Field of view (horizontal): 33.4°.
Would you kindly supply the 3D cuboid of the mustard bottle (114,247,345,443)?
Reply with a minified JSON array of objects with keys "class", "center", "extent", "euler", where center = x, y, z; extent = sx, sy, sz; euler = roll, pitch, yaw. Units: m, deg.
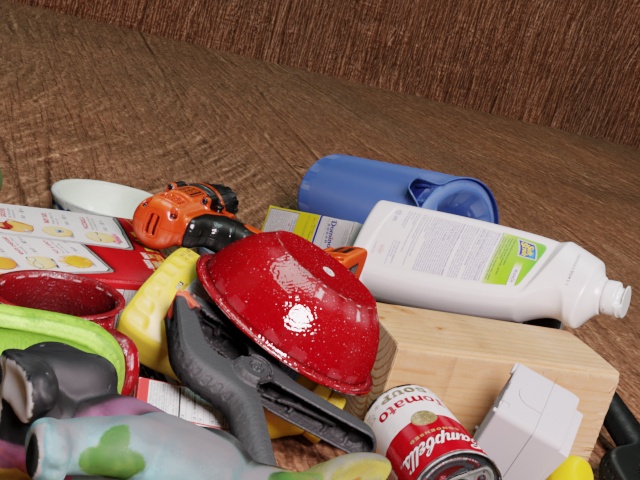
[{"class":"mustard bottle","center":[-0.053,0.092,0.796],"extent":[0.191,0.058,0.096],"euler":[35,42,1]}]

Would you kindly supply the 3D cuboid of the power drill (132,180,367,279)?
[{"class":"power drill","center":[-0.056,0.001,0.954],"extent":[0.188,0.057,0.184],"euler":[21,14,11]}]

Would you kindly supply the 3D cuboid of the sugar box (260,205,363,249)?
[{"class":"sugar box","center":[0.017,0.003,1.155],"extent":[0.093,0.048,0.176],"euler":[21,-2,-32]}]

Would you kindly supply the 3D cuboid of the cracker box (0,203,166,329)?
[{"class":"cracker box","center":[-0.234,0.029,0.873],"extent":[0.213,0.072,0.164],"euler":[5,18,-31]}]

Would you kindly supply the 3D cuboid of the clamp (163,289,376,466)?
[{"class":"clamp","center":[-0.040,0.100,0.723],"extent":[0.120,0.039,0.172],"euler":[3,42,-50]}]

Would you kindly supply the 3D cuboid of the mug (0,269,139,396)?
[{"class":"mug","center":[-0.176,0.077,0.731],"extent":[0.117,0.081,0.093],"euler":[17,15,18]}]

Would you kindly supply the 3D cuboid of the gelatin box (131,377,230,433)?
[{"class":"gelatin box","center":[-0.084,0.132,0.711],"extent":[0.089,0.030,0.073],"euler":[14,28,-13]}]

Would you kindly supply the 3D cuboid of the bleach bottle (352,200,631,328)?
[{"class":"bleach bottle","center":[0.153,0.034,0.976],"extent":[0.251,0.102,0.068],"euler":[14,-26,28]}]

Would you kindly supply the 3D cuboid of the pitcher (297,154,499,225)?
[{"class":"pitcher","center":[0.087,-0.023,1.266],"extent":[0.144,0.149,0.243],"euler":[-5,16,-36]}]

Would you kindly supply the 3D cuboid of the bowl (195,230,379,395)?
[{"class":"bowl","center":[-0.011,0.041,0.788],"extent":[0.162,0.055,0.162],"euler":[35,12,-9]}]

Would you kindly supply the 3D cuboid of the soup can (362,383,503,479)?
[{"class":"soup can","center":[0.076,0.153,0.752],"extent":[0.068,0.068,0.102],"euler":[10,16,-21]}]

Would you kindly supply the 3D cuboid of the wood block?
[{"class":"wood block","center":[0.126,0.119,0.879],"extent":[0.205,0.091,0.090],"euler":[10,17,-22]}]
